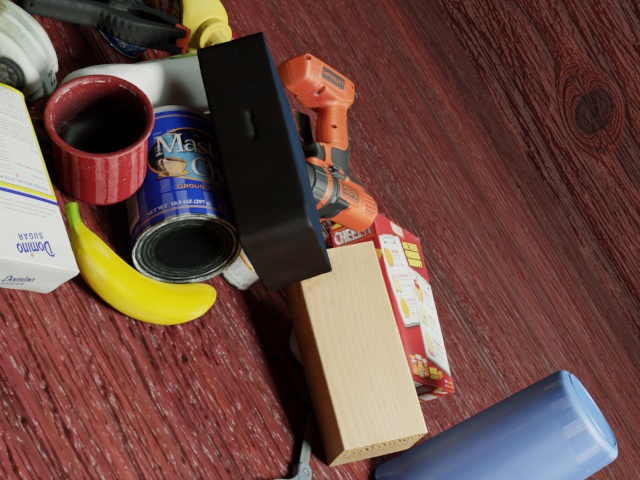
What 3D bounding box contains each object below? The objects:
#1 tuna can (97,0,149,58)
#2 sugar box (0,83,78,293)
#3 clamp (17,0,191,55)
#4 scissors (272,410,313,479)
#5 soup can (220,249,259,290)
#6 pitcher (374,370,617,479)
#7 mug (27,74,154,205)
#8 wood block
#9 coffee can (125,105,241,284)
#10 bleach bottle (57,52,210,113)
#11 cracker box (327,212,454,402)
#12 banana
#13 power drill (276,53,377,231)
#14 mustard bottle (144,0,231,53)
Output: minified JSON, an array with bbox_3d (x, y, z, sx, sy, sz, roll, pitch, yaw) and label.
[{"bbox_3d":[-0.222,-0.252,1.210,0.086,0.034,0.086,46,24,-28],"label":"tuna can"},{"bbox_3d":[-0.257,-0.048,0.841,0.093,0.048,0.176,18,48,-59],"label":"sugar box"},{"bbox_3d":[-0.216,-0.238,1.110,0.171,0.039,0.120,19,31,-8],"label":"clamp"},{"bbox_3d":[-0.030,0.219,1.015,0.096,0.016,0.202,43,25,-34],"label":"scissors"},{"bbox_3d":[-0.057,0.001,1.131,0.068,0.102,0.068,46,25,-28],"label":"soup can"},{"bbox_3d":[0.195,0.248,1.156,0.145,0.243,0.149,55,15,-5],"label":"pitcher"},{"bbox_3d":[-0.205,-0.087,0.939,0.117,0.082,0.093,11,56,-3],"label":"mug"},{"bbox_3d":[0.031,0.118,1.107,0.090,0.090,0.206,113,-36,-66],"label":"wood block"},{"bbox_3d":[-0.136,-0.044,1.020,0.102,0.103,0.140,35,31,-46],"label":"coffee can"},{"bbox_3d":[-0.179,-0.152,1.076,0.250,0.103,0.068,-30,113,-69],"label":"bleach bottle"},{"bbox_3d":[0.088,0.087,1.320,0.164,0.072,0.214,28,46,-61],"label":"cracker box"},{"bbox_3d":[-0.155,0.037,0.939,0.197,0.037,0.069,40,55,-48],"label":"banana"},{"bbox_3d":[-0.008,-0.114,1.213,0.184,0.057,0.187,27,52,-50],"label":"power drill"},{"bbox_3d":[-0.157,-0.270,1.232,0.192,0.058,0.096,48,-31,34],"label":"mustard bottle"}]
